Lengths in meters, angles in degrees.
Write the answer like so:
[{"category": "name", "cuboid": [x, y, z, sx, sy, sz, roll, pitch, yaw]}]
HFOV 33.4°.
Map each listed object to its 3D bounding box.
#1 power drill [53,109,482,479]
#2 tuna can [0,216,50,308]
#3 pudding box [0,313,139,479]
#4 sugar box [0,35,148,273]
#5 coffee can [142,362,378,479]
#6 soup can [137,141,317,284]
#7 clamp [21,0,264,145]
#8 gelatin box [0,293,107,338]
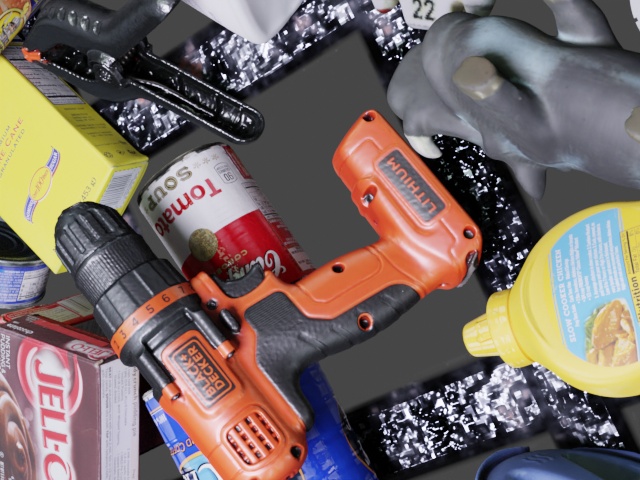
[{"category": "power drill", "cuboid": [-0.024, 0.013, 0.566, 0.187, 0.057, 0.184, -37, 78, -12]}, {"category": "tuna can", "cuboid": [-0.224, 0.011, 0.718, 0.086, 0.086, 0.034, 27, 109, 22]}, {"category": "pudding box", "cuboid": [-0.148, 0.107, 0.623, 0.090, 0.039, 0.113, 13, 110, 35]}, {"category": "sugar box", "cuboid": [-0.202, -0.070, 0.715, 0.176, 0.048, 0.093, 41, 115, 16]}, {"category": "coffee can", "cuboid": [-0.027, 0.130, 0.620, 0.103, 0.102, 0.140, -31, 83, 29]}, {"category": "soup can", "cuboid": [-0.054, 0.001, 0.633, 0.069, 0.068, 0.102, -41, 78, 28]}, {"category": "clamp", "cuboid": [-0.119, -0.117, 0.635, 0.172, 0.039, 0.120, 17, 147, 26]}, {"category": "gelatin box", "cuboid": [-0.178, 0.078, 0.701, 0.030, 0.089, 0.073, 27, 110, 23]}]
